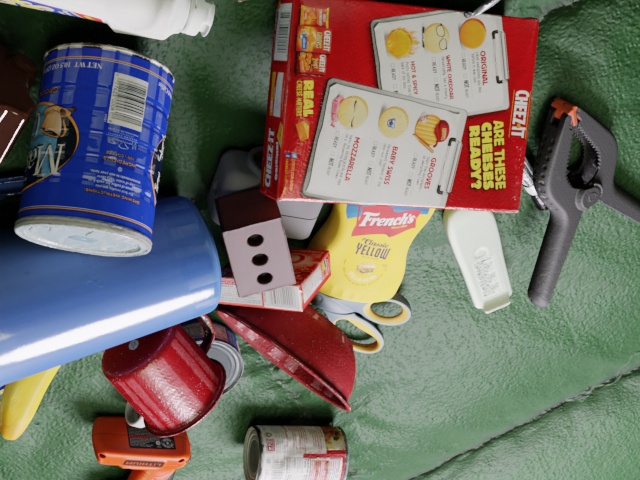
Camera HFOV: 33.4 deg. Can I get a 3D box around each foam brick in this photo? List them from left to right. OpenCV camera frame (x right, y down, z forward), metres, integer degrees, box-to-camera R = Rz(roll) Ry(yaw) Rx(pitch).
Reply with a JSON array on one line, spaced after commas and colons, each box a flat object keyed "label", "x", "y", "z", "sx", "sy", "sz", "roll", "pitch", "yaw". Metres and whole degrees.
[{"label": "foam brick", "x": -0.056, "y": 0.001, "z": 0.914, "sx": 0.053, "sy": 0.051, "sz": 0.078, "roll": -15, "pitch": 130, "yaw": -4}]

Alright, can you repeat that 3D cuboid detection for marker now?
[{"label": "marker", "x": 0.194, "y": -0.069, "z": 1.025, "sx": 0.020, "sy": 0.020, "sz": 0.121, "roll": -33, "pitch": 129, "yaw": 11}]

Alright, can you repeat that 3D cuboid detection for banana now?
[{"label": "banana", "x": -0.230, "y": 0.095, "z": 0.980, "sx": 0.197, "sy": 0.037, "sz": 0.069, "roll": -43, "pitch": 112, "yaw": -16}]

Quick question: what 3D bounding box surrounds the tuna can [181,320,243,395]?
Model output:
[{"label": "tuna can", "x": -0.122, "y": 0.121, "z": 1.075, "sx": 0.086, "sy": 0.034, "sz": 0.086, "roll": -8, "pitch": 129, "yaw": -10}]

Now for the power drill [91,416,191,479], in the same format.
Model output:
[{"label": "power drill", "x": -0.227, "y": 0.270, "z": 1.150, "sx": 0.184, "sy": 0.057, "sz": 0.188, "roll": 5, "pitch": 129, "yaw": -25}]

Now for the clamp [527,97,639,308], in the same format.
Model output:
[{"label": "clamp", "x": 0.262, "y": -0.050, "z": 1.040, "sx": 0.164, "sy": 0.036, "sz": 0.210, "roll": -27, "pitch": 125, "yaw": -19}]

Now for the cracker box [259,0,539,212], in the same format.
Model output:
[{"label": "cracker box", "x": 0.063, "y": -0.111, "z": 0.885, "sx": 0.213, "sy": 0.072, "sz": 0.164, "roll": 2, "pitch": 99, "yaw": -18}]

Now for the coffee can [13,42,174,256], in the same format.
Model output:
[{"label": "coffee can", "x": -0.172, "y": -0.067, "z": 0.820, "sx": 0.103, "sy": 0.140, "sz": 0.103, "roll": 6, "pitch": 168, "yaw": 1}]

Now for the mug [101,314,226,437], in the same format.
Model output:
[{"label": "mug", "x": -0.140, "y": 0.111, "z": 0.988, "sx": 0.117, "sy": 0.093, "sz": 0.081, "roll": -53, "pitch": 126, "yaw": -27}]

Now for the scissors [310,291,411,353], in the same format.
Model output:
[{"label": "scissors", "x": 0.016, "y": 0.050, "z": 1.064, "sx": 0.096, "sy": 0.016, "sz": 0.201, "roll": -28, "pitch": 130, "yaw": 21}]

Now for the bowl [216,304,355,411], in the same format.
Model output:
[{"label": "bowl", "x": -0.021, "y": 0.095, "z": 1.029, "sx": 0.055, "sy": 0.162, "sz": 0.162, "roll": -53, "pitch": 129, "yaw": -11}]

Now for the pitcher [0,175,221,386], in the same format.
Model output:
[{"label": "pitcher", "x": -0.216, "y": 0.030, "z": 0.905, "sx": 0.242, "sy": 0.145, "sz": 0.149, "roll": -16, "pitch": 127, "yaw": -22}]

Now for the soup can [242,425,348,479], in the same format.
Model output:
[{"label": "soup can", "x": -0.028, "y": 0.238, "z": 1.173, "sx": 0.102, "sy": 0.068, "sz": 0.069, "roll": 4, "pitch": 126, "yaw": -19}]

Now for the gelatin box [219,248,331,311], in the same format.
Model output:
[{"label": "gelatin box", "x": -0.044, "y": 0.032, "z": 0.974, "sx": 0.089, "sy": 0.073, "sz": 0.030, "roll": 4, "pitch": 116, "yaw": 22}]

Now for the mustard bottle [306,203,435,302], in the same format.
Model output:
[{"label": "mustard bottle", "x": 0.056, "y": -0.031, "z": 0.989, "sx": 0.096, "sy": 0.058, "sz": 0.192, "roll": 12, "pitch": 123, "yaw": -18}]

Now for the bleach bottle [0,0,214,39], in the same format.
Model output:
[{"label": "bleach bottle", "x": -0.194, "y": -0.192, "z": 0.762, "sx": 0.250, "sy": 0.103, "sz": 0.068, "roll": 11, "pitch": 93, "yaw": -25}]
